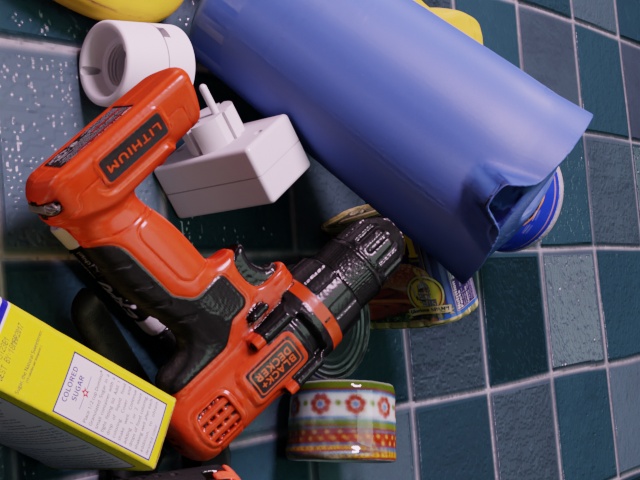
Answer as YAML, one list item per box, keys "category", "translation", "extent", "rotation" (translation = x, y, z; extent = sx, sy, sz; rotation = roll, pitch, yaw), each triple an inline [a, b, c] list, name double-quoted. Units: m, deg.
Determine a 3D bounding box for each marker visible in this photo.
- category: "marker"
  translation: [-0.115, 0.030, 0.634]
  extent: [0.121, 0.020, 0.020]
  rotation: [54, 47, -30]

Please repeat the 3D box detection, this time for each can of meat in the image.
- category: "can of meat"
  translation: [0.060, 0.017, 0.786]
  extent: [0.057, 0.102, 0.084]
  rotation: [-32, 111, -49]

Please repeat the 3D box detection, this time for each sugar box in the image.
- category: "sugar box"
  translation: [-0.164, 0.059, 0.512]
  extent: [0.176, 0.094, 0.048]
  rotation: [42, 53, -39]

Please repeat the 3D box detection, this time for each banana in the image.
- category: "banana"
  translation: [-0.145, -0.167, 0.621]
  extent: [0.197, 0.037, 0.069]
  rotation: [13, 57, -50]

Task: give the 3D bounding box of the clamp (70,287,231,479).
- category: "clamp"
  translation: [-0.081, 0.102, 0.634]
  extent: [0.120, 0.039, 0.171]
  rotation: [-11, 101, -30]

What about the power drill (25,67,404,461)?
- category: "power drill"
  translation: [-0.054, 0.001, 0.589]
  extent: [0.184, 0.057, 0.187]
  rotation: [-44, 112, -21]

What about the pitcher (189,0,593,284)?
- category: "pitcher"
  translation: [0.041, -0.094, 0.692]
  extent: [0.243, 0.149, 0.144]
  rotation: [38, 61, 5]
